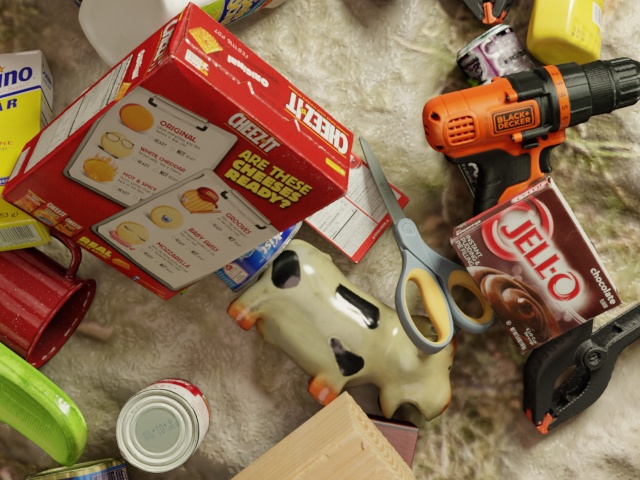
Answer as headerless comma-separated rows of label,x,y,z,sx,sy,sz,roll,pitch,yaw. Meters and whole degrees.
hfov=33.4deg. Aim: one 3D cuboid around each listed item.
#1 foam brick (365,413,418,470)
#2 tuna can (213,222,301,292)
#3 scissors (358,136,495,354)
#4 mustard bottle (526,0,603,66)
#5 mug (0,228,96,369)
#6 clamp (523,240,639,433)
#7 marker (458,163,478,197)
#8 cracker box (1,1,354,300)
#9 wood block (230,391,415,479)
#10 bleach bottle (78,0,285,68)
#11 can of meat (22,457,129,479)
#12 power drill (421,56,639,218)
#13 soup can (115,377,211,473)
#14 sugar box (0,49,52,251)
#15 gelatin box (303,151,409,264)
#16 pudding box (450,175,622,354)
foam brick,0.039,0.175,0.904,0.078,0.053,0.051,10,87,1
tuna can,-0.056,0.001,0.891,0.033,0.086,0.086,43,87,-10
scissors,0.089,0.001,0.885,0.096,0.016,0.202,5,58,-23
mustard bottle,0.217,-0.248,0.906,0.058,0.096,0.191,6,86,28
mug,-0.241,0.039,0.885,0.081,0.093,0.117,34,108,5
clamp,0.217,0.081,0.894,0.120,0.039,0.171,33,99,-21
marker,0.129,-0.068,0.933,0.020,0.020,0.121,-26,88,-2
cracker box,-0.107,-0.056,0.796,0.164,0.214,0.072,36,43,-28
wood block,-0.030,0.224,0.831,0.206,0.090,0.091,-38,100,4
bleach bottle,-0.070,-0.210,0.846,0.250,0.103,0.068,-34,88,-45
can of meat,-0.199,0.229,0.882,0.102,0.057,0.084,-16,84,29
power drill,0.183,-0.051,0.877,0.184,0.057,0.187,-12,115,-1
soup can,-0.128,0.151,0.877,0.068,0.102,0.068,0,87,-1
sugar box,-0.271,-0.075,0.879,0.093,0.048,0.176,-8,62,-1
gelatin box,0.020,-0.035,0.925,0.089,0.030,0.073,39,89,1
pudding box,0.169,0.019,0.837,0.090,0.039,0.113,-31,101,20
